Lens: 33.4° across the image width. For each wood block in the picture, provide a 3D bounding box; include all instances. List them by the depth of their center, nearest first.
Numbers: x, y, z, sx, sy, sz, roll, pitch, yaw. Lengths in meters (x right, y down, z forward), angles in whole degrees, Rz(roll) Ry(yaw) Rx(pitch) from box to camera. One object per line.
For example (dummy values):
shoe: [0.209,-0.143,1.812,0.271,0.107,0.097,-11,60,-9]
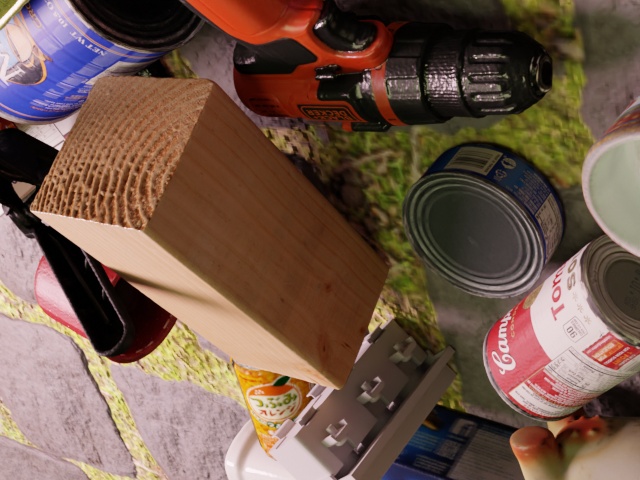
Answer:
wood block: [-0.054,0.000,0.622,0.091,0.090,0.205,8,156,37]

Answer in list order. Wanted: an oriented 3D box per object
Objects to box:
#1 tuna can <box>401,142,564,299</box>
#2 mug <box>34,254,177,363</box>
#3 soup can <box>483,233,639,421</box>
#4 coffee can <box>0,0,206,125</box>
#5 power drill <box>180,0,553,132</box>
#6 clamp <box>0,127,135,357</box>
tuna can: [0.090,-0.011,0.592,0.086,0.033,0.086,24,140,22]
mug: [-0.162,0.026,0.819,0.082,0.093,0.117,23,108,31]
soup can: [0.142,0.048,0.576,0.068,0.068,0.102,40,143,3]
coffee can: [-0.143,-0.135,0.620,0.141,0.102,0.102,-17,114,49]
power drill: [-0.004,-0.110,0.498,0.185,0.057,0.187,4,159,37]
clamp: [-0.164,-0.014,0.646,0.164,0.036,0.210,51,-177,-10]
